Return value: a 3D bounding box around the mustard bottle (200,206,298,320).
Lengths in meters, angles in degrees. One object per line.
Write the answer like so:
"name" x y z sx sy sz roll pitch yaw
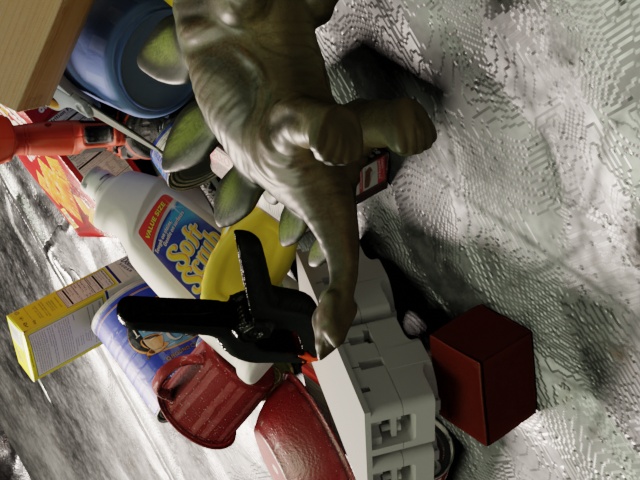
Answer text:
"mustard bottle" -0.056 0.001 0.899 0.058 0.096 0.191 32 -172 -7

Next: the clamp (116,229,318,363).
"clamp" -0.063 0.056 0.781 0.171 0.120 0.039 47 -151 -50

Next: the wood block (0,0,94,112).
"wood block" -0.221 -0.213 0.823 0.091 0.206 0.090 26 -169 -2

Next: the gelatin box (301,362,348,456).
"gelatin box" 0.021 0.159 1.007 0.073 0.030 0.089 33 144 42

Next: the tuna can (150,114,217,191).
"tuna can" -0.106 -0.083 0.935 0.034 0.086 0.086 54 152 17

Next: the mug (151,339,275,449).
"mug" -0.106 0.136 1.020 0.082 0.117 0.093 -51 42 21

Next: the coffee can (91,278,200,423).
"coffee can" -0.187 0.127 1.249 0.140 0.102 0.103 50 151 20

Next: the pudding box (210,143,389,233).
"pudding box" -0.018 -0.060 0.805 0.114 0.089 0.039 39 147 35

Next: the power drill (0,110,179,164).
"power drill" -0.233 -0.099 1.023 0.185 0.187 0.057 -178 85 -66

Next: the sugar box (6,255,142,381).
"sugar box" -0.289 0.091 1.308 0.048 0.176 0.093 41 146 30

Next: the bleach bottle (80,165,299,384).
"bleach bottle" -0.129 0.018 0.997 0.251 0.102 0.068 37 158 14

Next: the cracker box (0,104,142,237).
"cracker box" -0.287 -0.102 1.188 0.213 0.072 0.164 54 157 -19

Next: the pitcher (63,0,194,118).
"pitcher" -0.206 -0.192 0.977 0.243 0.148 0.145 30 124 40

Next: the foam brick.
"foam brick" 0.117 0.096 0.765 0.053 0.051 0.078 30 139 46

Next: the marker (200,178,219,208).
"marker" -0.104 -0.049 1.036 0.121 0.020 0.020 56 152 10

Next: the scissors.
"scissors" -0.210 -0.130 0.898 0.202 0.016 0.096 23 152 42

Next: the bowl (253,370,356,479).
"bowl" -0.019 0.208 1.020 0.162 0.055 0.162 57 163 27
